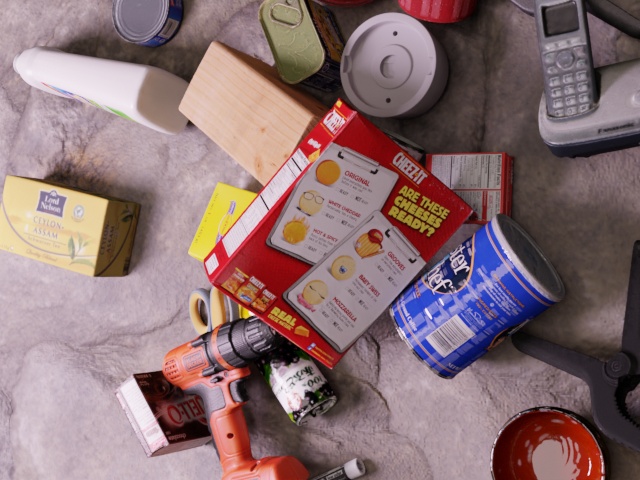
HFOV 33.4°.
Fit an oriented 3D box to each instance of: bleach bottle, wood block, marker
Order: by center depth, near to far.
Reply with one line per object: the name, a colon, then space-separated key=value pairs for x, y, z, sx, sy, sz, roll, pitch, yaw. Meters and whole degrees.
wood block: x=-0.053 y=-0.125 z=1.137 sx=0.206 sy=0.090 sz=0.090 roll=42 pitch=108 yaw=44
marker: x=-0.005 y=0.269 z=1.169 sx=0.121 sy=0.020 sz=0.020 roll=-29 pitch=75 yaw=24
bleach bottle: x=-0.278 y=-0.193 z=1.302 sx=0.251 sy=0.102 sz=0.068 roll=18 pitch=88 yaw=34

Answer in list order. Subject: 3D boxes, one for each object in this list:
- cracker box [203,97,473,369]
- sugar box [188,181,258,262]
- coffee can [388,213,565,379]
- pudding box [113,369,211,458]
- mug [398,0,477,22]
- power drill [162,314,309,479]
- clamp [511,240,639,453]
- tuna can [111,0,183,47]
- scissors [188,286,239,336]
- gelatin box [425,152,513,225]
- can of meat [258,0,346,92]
cracker box: x=0.015 y=-0.005 z=1.042 sx=0.214 sy=0.164 sz=0.072 roll=-49 pitch=25 yaw=7
sugar box: x=-0.058 y=0.001 z=1.170 sx=0.176 sy=0.048 sz=0.093 roll=17 pitch=83 yaw=40
coffee can: x=0.153 y=0.056 z=1.047 sx=0.140 sy=0.102 sz=0.103 roll=-40 pitch=71 yaw=21
pudding box: x=-0.172 y=0.194 z=1.209 sx=0.039 sy=0.113 sz=0.090 roll=-39 pitch=72 yaw=21
mug: x=0.111 y=-0.272 z=1.074 sx=0.093 sy=0.117 sz=0.081 roll=-104 pitch=15 yaw=-51
power drill: x=-0.079 y=0.179 z=1.145 sx=0.185 sy=0.057 sz=0.188 roll=-25 pitch=82 yaw=42
clamp: x=0.271 y=0.122 z=0.989 sx=0.165 sy=0.036 sz=0.210 roll=-35 pitch=51 yaw=26
tuna can: x=-0.209 y=-0.279 z=1.295 sx=0.086 sy=0.033 sz=0.086 roll=-1 pitch=87 yaw=28
scissors: x=-0.122 y=0.141 z=1.236 sx=0.096 sy=0.016 sz=0.202 roll=18 pitch=110 yaw=47
gelatin box: x=0.152 y=-0.052 z=1.094 sx=0.089 sy=0.030 sz=0.073 roll=1 pitch=87 yaw=28
can of meat: x=-0.012 y=-0.215 z=1.158 sx=0.058 sy=0.083 sz=0.102 roll=-27 pitch=76 yaw=24
